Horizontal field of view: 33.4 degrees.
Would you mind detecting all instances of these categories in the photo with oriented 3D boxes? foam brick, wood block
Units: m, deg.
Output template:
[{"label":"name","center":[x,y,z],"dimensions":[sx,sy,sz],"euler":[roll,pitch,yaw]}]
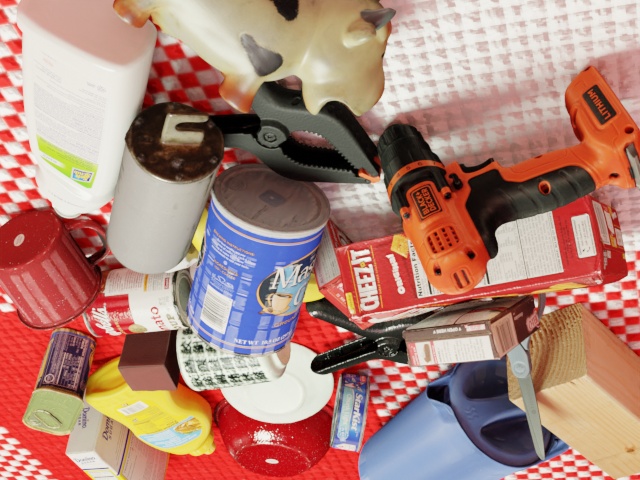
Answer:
[{"label":"foam brick","center":[-0.178,0.116,1.138],"dimensions":[0.053,0.078,0.051],"euler":[-2,140,10]},{"label":"wood block","center":[0.290,0.163,1.121],"dimensions":[0.091,0.090,0.205],"euler":[-26,132,33]}]

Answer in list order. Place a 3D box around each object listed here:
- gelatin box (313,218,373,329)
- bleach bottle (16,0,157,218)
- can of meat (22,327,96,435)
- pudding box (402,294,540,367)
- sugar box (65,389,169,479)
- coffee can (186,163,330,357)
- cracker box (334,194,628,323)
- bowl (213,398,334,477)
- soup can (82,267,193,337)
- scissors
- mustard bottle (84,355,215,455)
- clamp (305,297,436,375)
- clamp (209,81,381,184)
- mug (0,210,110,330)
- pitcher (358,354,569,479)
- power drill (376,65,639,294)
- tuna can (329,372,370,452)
[{"label":"gelatin box","center":[0.022,0.029,0.985],"dimensions":[0.030,0.089,0.073],"euler":[-33,130,15]},{"label":"bleach bottle","center":[-0.202,-0.099,0.874],"dimensions":[0.102,0.068,0.251],"euler":[31,145,0]},{"label":"can of meat","center":[-0.293,0.159,1.204],"dimensions":[0.057,0.084,0.102],"euler":[17,141,-14]},{"label":"pudding box","center":[0.140,0.082,0.979],"dimensions":[0.090,0.039,0.113],"euler":[-11,-177,32]},{"label":"sugar box","center":[-0.249,0.263,1.326],"dimensions":[0.048,0.093,0.176],"euler":[-10,139,19]},{"label":"coffee can","center":[-0.057,0.018,0.942],"dimensions":[0.102,0.103,0.140],"euler":[12,124,-7]},{"label":"cracker box","center":[0.143,0.020,0.912],"dimensions":[0.214,0.072,0.164],"euler":[-12,173,21]},{"label":"bowl","center":[-0.055,0.245,1.306],"dimensions":[0.162,0.055,0.162],"euler":[4,143,3]},{"label":"soup can","center":[-0.179,0.059,1.073],"dimensions":[0.102,0.068,0.068],"euler":[-6,141,15]},{"label":"scissors","center":[0.178,0.113,1.043],"dimensions":[0.096,0.016,0.202],"euler":[8,106,27]},{"label":"mustard bottle","center":[-0.185,0.206,1.270],"dimensions":[0.096,0.058,0.191],"euler":[-24,134,19]},{"label":"clamp","center":[0.064,0.107,1.122],"dimensions":[0.171,0.039,0.120],"euler":[7,144,-2]},{"label":"clamp","center":[-0.040,-0.104,0.867],"dimensions":[0.210,0.036,0.165],"euler":[19,142,-9]},{"label":"mug","center":[-0.258,0.020,1.027],"dimensions":[0.117,0.093,0.081],"euler":[-29,134,-5]},{"label":"pitcher","center":[0.152,0.230,1.201],"dimensions":[0.149,0.144,0.243],"euler":[54,141,9]},{"label":"power drill","center":[0.142,-0.059,0.820],"dimensions":[0.188,0.184,0.057],"euler":[-27,134,9]},{"label":"tuna can","center":[0.033,0.193,1.200],"dimensions":[0.034,0.086,0.086],"euler":[9,142,0]}]
